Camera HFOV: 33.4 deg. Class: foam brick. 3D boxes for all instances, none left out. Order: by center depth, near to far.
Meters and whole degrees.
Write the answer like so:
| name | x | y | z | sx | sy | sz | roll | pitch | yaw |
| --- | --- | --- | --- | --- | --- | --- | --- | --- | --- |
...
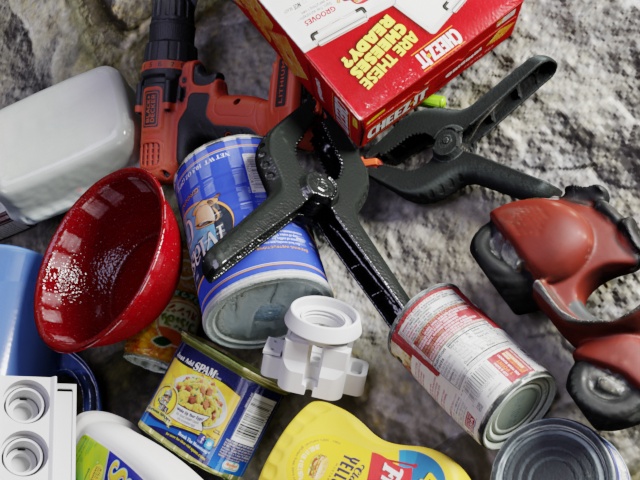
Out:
| name | x | y | z | sx | sy | sz | roll | pitch | yaw |
| --- | --- | --- | --- | --- | --- | --- | --- | --- | --- |
| foam brick | -0.187 | 0.000 | 0.969 | 0.078 | 0.053 | 0.051 | 33 | 88 | 38 |

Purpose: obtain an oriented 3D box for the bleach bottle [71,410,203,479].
| name | x | y | z | sx | sy | sz | roll | pitch | yaw |
| --- | --- | --- | --- | --- | --- | --- | --- | --- | --- |
| bleach bottle | -0.116 | 0.199 | 0.774 | 0.251 | 0.068 | 0.102 | 7 | 76 | 53 |

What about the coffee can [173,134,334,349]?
| name | x | y | z | sx | sy | sz | roll | pitch | yaw |
| --- | --- | --- | --- | --- | --- | --- | --- | --- | --- |
| coffee can | -0.056 | 0.001 | 0.852 | 0.103 | 0.102 | 0.140 | -29 | 55 | 18 |

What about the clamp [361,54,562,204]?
| name | x | y | z | sx | sy | sz | roll | pitch | yaw |
| --- | --- | --- | --- | --- | --- | --- | --- | --- | --- |
| clamp | 0.110 | -0.063 | 0.818 | 0.172 | 0.039 | 0.120 | -22 | 53 | 30 |

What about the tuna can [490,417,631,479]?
| name | x | y | z | sx | sy | sz | roll | pitch | yaw |
| --- | --- | --- | --- | --- | --- | --- | --- | --- | --- |
| tuna can | 0.153 | 0.158 | 0.686 | 0.086 | 0.033 | 0.086 | -14 | 61 | 27 |

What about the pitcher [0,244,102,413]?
| name | x | y | z | sx | sy | sz | roll | pitch | yaw |
| --- | --- | --- | --- | --- | --- | --- | --- | --- | --- |
| pitcher | -0.280 | 0.131 | 0.930 | 0.145 | 0.149 | 0.243 | -22 | 53 | 40 |

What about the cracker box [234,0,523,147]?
| name | x | y | z | sx | sy | sz | roll | pitch | yaw |
| --- | --- | --- | --- | --- | --- | --- | --- | --- | --- |
| cracker box | 0.028 | -0.206 | 0.850 | 0.164 | 0.072 | 0.214 | -37 | 76 | -8 |

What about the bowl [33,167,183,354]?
| name | x | y | z | sx | sy | sz | roll | pitch | yaw |
| --- | --- | --- | --- | --- | --- | --- | --- | --- | --- |
| bowl | -0.163 | 0.024 | 0.871 | 0.162 | 0.055 | 0.162 | -24 | 52 | 34 |

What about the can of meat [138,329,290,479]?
| name | x | y | z | sx | sy | sz | roll | pitch | yaw |
| --- | --- | --- | --- | --- | --- | --- | --- | --- | --- |
| can of meat | -0.085 | 0.130 | 0.839 | 0.102 | 0.057 | 0.084 | 24 | 84 | 39 |

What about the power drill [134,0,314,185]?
| name | x | y | z | sx | sy | sz | roll | pitch | yaw |
| --- | --- | --- | --- | --- | --- | --- | --- | --- | --- |
| power drill | -0.082 | -0.143 | 0.949 | 0.188 | 0.057 | 0.184 | -1 | 85 | 34 |

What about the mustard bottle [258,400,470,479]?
| name | x | y | z | sx | sy | sz | roll | pitch | yaw |
| --- | --- | --- | --- | --- | --- | --- | --- | --- | --- |
| mustard bottle | 0.050 | 0.183 | 0.725 | 0.192 | 0.058 | 0.096 | 18 | 66 | 37 |

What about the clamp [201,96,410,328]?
| name | x | y | z | sx | sy | sz | roll | pitch | yaw |
| --- | --- | --- | --- | --- | --- | --- | --- | --- | --- |
| clamp | 0.003 | -0.024 | 0.807 | 0.036 | 0.164 | 0.210 | -52 | 22 | 43 |

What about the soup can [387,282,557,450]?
| name | x | y | z | sx | sy | sz | roll | pitch | yaw |
| --- | --- | --- | --- | --- | --- | --- | --- | --- | --- |
| soup can | 0.103 | 0.085 | 0.732 | 0.068 | 0.068 | 0.102 | -48 | 52 | 4 |
